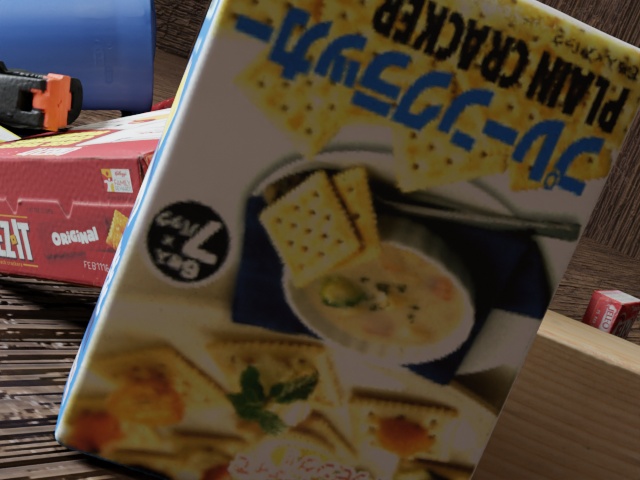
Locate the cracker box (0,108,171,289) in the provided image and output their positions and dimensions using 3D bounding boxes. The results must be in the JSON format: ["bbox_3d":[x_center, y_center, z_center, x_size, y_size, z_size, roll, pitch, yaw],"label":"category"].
[{"bbox_3d":[-0.058,-0.034,0.569,0.164,0.072,0.213,4,17,43],"label":"cracker box"}]

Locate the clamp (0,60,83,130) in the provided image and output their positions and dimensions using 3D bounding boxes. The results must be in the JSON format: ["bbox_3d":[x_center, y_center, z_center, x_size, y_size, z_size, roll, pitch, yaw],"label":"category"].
[{"bbox_3d":[-0.211,-0.089,0.618,0.164,0.036,0.210,-1,11,-35],"label":"clamp"}]

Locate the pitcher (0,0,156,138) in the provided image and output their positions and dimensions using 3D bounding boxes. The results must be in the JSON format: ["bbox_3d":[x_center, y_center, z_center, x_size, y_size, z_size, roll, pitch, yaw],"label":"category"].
[{"bbox_3d":[-0.254,-0.156,0.859,0.242,0.149,0.145,-3,-13,-11],"label":"pitcher"}]
